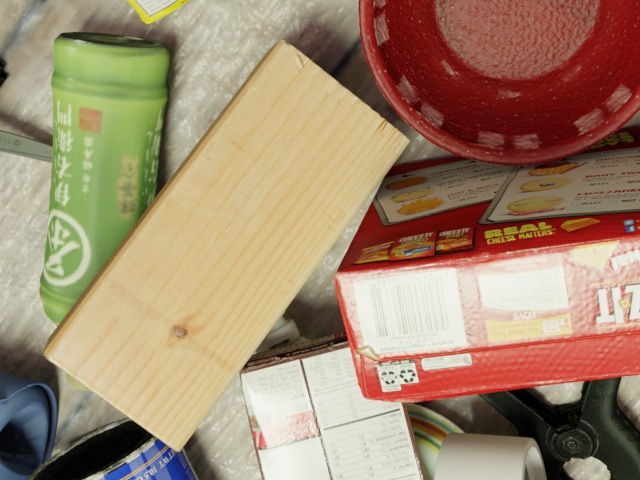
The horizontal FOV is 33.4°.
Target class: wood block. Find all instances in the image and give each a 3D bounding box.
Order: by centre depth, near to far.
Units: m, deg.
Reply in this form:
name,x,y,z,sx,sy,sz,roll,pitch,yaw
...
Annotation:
name,x,y,z,sx,sy,sz,roll,pitch,yaw
wood block,-0.054,0.001,0.597,0.090,0.090,0.206,38,86,-9

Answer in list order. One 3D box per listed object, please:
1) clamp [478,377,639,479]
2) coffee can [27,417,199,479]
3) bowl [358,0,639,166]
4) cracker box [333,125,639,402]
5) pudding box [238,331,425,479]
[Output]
name,x,y,z,sx,sy,sz,roll,pitch,yaw
clamp,0.161,0.108,0.651,0.120,0.039,0.171,-25,105,28
coffee can,-0.115,0.197,0.695,0.103,0.102,0.140,-22,100,15
bowl,0.102,-0.123,0.556,0.162,0.055,0.162,3,109,9
cracker box,0.108,0.004,0.544,0.164,0.213,0.072,-8,105,13
pudding box,0.008,0.112,0.605,0.090,0.039,0.113,-14,96,0
